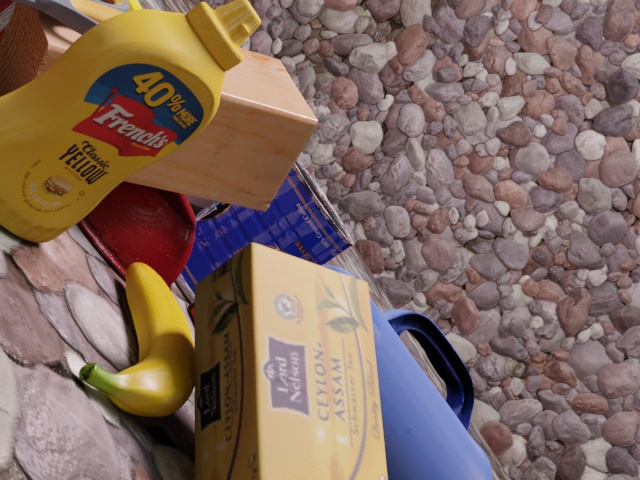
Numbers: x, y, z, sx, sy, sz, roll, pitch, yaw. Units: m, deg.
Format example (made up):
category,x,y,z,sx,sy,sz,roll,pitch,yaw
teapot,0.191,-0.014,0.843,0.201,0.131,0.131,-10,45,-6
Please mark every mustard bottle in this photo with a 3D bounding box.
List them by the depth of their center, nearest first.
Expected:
category,x,y,z,sx,sy,sz,roll,pitch,yaw
mustard bottle,-0.117,-0.079,0.622,0.096,0.192,0.058,48,10,-53

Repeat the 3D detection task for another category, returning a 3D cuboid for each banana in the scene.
category,x,y,z,sx,sy,sz,roll,pitch,yaw
banana,-0.106,0.066,0.678,0.069,0.037,0.198,56,5,-14

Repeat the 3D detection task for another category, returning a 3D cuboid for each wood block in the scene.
category,x,y,z,sx,sy,sz,roll,pitch,yaw
wood block,-0.120,-0.098,0.762,0.205,0.090,0.091,12,32,-35

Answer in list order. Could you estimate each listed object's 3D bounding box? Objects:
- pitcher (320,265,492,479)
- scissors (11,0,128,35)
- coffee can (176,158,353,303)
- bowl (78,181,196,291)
category,x,y,z,sx,sy,sz,roll,pitch,yaw
pitcher,0.038,0.128,0.846,0.242,0.145,0.149,58,13,-34
scissors,-0.191,-0.165,0.674,0.201,0.016,0.096,20,26,-30
coffee can,-0.056,0.001,0.947,0.103,0.140,0.103,55,6,-9
bowl,-0.145,-0.033,0.833,0.162,0.055,0.162,55,5,-8
